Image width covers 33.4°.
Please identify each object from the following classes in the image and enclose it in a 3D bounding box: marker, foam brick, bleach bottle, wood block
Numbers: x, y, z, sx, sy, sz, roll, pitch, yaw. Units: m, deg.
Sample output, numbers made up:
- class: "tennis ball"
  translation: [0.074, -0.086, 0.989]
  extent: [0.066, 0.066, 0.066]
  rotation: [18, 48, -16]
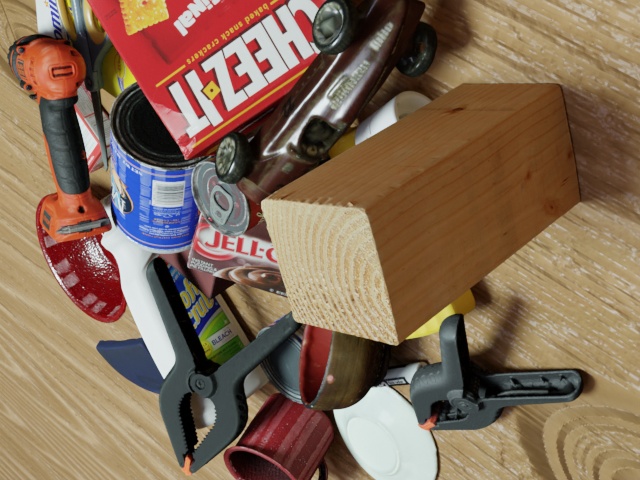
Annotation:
- class: "marker"
  translation: [0.051, 0.126, 0.977]
  extent: [0.121, 0.020, 0.020]
  rotation: [-15, 104, 48]
- class: "foam brick"
  translation: [-0.114, 0.009, 1.057]
  extent: [0.078, 0.052, 0.051]
  rotation: [38, 139, 22]
- class: "bleach bottle"
  translation: [-0.157, 0.064, 1.100]
  extent: [0.068, 0.102, 0.251]
  rotation: [-25, 98, 55]
- class: "wood block"
  translation: [0.072, -0.026, 0.697]
  extent: [0.091, 0.205, 0.090]
  rotation: [8, 122, 45]

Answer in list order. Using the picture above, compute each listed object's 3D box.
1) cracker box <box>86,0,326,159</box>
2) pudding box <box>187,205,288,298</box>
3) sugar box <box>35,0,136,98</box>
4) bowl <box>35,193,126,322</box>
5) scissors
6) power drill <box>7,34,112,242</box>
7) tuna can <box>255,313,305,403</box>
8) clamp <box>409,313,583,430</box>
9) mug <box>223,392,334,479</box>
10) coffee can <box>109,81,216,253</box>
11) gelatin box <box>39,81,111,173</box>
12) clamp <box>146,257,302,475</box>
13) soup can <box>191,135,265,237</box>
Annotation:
- class: "cracker box"
  translation: [-0.085, -0.193, 0.804]
  extent: [0.164, 0.072, 0.214]
  rotation: [-32, 90, 18]
- class: "pudding box"
  translation: [-0.056, 0.001, 0.956]
  extent: [0.113, 0.039, 0.090]
  rotation: [16, 139, -6]
- class: "sugar box"
  translation: [-0.205, -0.194, 1.018]
  extent: [0.176, 0.048, 0.093]
  rotation: [33, 137, 27]
- class: "bowl"
  translation: [-0.253, 0.011, 1.210]
  extent: [0.162, 0.055, 0.162]
  rotation: [28, 134, 33]
- class: "scissors"
  translation: [-0.202, -0.155, 0.988]
  extent: [0.096, 0.016, 0.202]
  rotation: [10, 121, 47]
- class: "power drill"
  translation: [-0.254, -0.102, 1.016]
  extent: [0.185, 0.057, 0.188]
  rotation: [-151, 49, -63]
- class: "tuna can"
  translation: [-0.022, 0.115, 1.045]
  extent: [0.086, 0.033, 0.086]
  rotation: [28, 134, 33]
- class: "clamp"
  translation: [0.132, 0.121, 0.863]
  extent: [0.120, 0.039, 0.172]
  rotation: [27, 150, 3]
- class: "mug"
  translation: [-0.031, 0.217, 1.079]
  extent: [0.093, 0.081, 0.117]
  rotation: [-15, 122, 47]
- class: "coffee can"
  translation: [-0.140, -0.067, 0.970]
  extent: [0.103, 0.102, 0.140]
  rotation: [44, 152, 16]
- class: "gelatin box"
  translation: [-0.256, -0.124, 1.139]
  extent: [0.089, 0.030, 0.073]
  rotation: [55, 144, 3]
- class: "clamp"
  translation: [-0.098, 0.130, 1.025]
  extent: [0.165, 0.036, 0.210]
  rotation: [11, 105, 21]
- class: "soup can"
  translation: [-0.049, -0.055, 0.897]
  extent: [0.069, 0.102, 0.068]
  rotation: [28, 134, 33]
